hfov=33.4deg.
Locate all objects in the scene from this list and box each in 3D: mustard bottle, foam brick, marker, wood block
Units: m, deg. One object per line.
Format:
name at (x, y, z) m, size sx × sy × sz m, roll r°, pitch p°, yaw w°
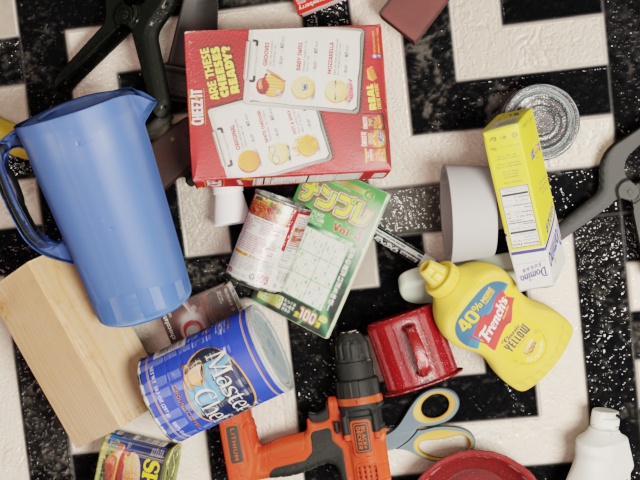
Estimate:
mustard bottle at (0.179, 0.078, 1.152) m, size 0.191 × 0.058 × 0.096 m, roll 36°, pitch 97°, yaw -23°
foam brick at (0.108, -0.262, 1.173) m, size 0.051 × 0.053 × 0.078 m, roll 38°, pitch 98°, yaw 2°
marker at (0.076, -0.002, 1.213) m, size 0.121 × 0.020 × 0.020 m, roll 31°, pitch 97°, yaw 3°
wood block at (-0.273, 0.116, 1.209) m, size 0.091 × 0.090 × 0.206 m, roll -29°, pitch 91°, yaw 37°

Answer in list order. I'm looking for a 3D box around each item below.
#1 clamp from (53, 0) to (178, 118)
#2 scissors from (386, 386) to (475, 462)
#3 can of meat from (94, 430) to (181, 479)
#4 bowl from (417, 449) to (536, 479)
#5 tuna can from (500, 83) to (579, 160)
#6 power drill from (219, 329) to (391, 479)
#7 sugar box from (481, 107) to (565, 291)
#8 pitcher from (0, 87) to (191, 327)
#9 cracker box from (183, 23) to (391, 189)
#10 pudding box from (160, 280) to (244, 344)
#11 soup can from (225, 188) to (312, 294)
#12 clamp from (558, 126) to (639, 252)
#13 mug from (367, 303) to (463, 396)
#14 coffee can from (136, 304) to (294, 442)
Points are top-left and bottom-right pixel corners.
clamp at (-0.203, -0.241, 1.198) m, size 0.165 × 0.036 × 0.210 m, roll 24°, pitch 93°, yaw 27°
scissors at (0.078, 0.215, 1.231) m, size 0.202 × 0.016 × 0.096 m, roll 1°, pitch 93°, yaw 6°
can of meat at (-0.216, 0.278, 1.246) m, size 0.084 × 0.057 × 0.102 m, roll 12°, pitch 95°, yaw 8°
bowl at (0.177, 0.310, 1.207) m, size 0.162 × 0.055 × 0.162 m, roll 0°, pitch 94°, yaw 6°
tuna can at (0.242, -0.130, 1.178) m, size 0.086 × 0.033 × 0.086 m, roll 0°, pitch 94°, yaw 6°
power drill at (-0.020, 0.202, 1.212) m, size 0.188 × 0.057 × 0.184 m, roll -9°, pitch 87°, yaw 11°
sugar box at (0.218, -0.045, 1.130) m, size 0.048 × 0.093 × 0.176 m, roll -12°, pitch 103°, yaw 25°
pitcher at (-0.234, -0.032, 1.143) m, size 0.149 × 0.144 × 0.243 m, roll -1°, pitch 111°, yaw 44°
cracker box at (-0.036, -0.144, 1.160) m, size 0.213 × 0.072 × 0.164 m, roll -4°, pitch 83°, yaw -4°
pudding box at (-0.123, 0.114, 1.232) m, size 0.090 × 0.039 × 0.113 m, roll -22°, pitch 92°, yaw 7°
soup can at (-0.058, 0.001, 1.189) m, size 0.068 × 0.068 × 0.102 m, roll 21°, pitch 96°, yaw 4°
clamp at (0.327, -0.052, 1.174) m, size 0.120 × 0.039 × 0.171 m, roll 11°, pitch 96°, yaw 2°
mug at (0.101, 0.119, 1.173) m, size 0.093 × 0.117 × 0.081 m, roll -19°, pitch 87°, yaw 0°
coffee can at (-0.113, 0.145, 1.163) m, size 0.140 × 0.102 × 0.103 m, roll -26°, pitch 91°, yaw 7°
